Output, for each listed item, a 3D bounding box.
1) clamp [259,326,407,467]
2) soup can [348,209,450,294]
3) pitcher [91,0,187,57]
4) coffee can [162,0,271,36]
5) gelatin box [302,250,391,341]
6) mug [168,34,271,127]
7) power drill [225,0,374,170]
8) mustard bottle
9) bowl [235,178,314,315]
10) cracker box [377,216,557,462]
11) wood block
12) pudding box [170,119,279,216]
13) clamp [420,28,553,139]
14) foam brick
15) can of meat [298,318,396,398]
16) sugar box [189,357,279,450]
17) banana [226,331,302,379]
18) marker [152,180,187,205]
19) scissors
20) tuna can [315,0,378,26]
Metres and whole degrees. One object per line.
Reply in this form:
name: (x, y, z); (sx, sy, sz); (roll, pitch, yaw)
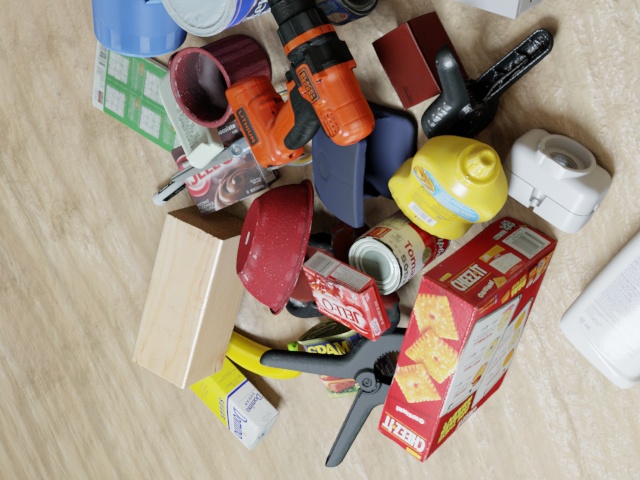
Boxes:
clamp: (0.045, 0.151, 1.227); (0.210, 0.036, 0.164); (-35, 103, 14)
soup can: (0.085, 0.007, 1.140); (0.069, 0.102, 0.068); (20, 125, 31)
pitcher: (-0.192, -0.323, 1.165); (0.145, 0.149, 0.243); (20, 130, 14)
coffee can: (-0.084, -0.277, 1.093); (0.103, 0.140, 0.103); (20, 125, 31)
gelatin box: (0.027, 0.059, 1.128); (0.089, 0.030, 0.073); (27, 148, 41)
mug: (-0.119, -0.190, 1.215); (0.117, 0.081, 0.093); (26, 128, 27)
power drill: (-0.033, -0.162, 1.075); (0.184, 0.057, 0.188); (65, 153, 3)
mustard bottle: (0.130, -0.056, 1.034); (0.096, 0.058, 0.192); (42, 166, -1)
bowl: (-0.058, 0.001, 1.217); (0.055, 0.162, 0.162); (14, 133, -14)
cracker box: (0.147, 0.099, 1.096); (0.072, 0.163, 0.214); (32, 131, 24)
wood block: (-0.159, 0.068, 1.347); (0.090, 0.090, 0.206); (25, 112, 22)
pudding box: (-0.115, -0.090, 1.286); (0.114, 0.039, 0.090); (-21, 99, 32)
clamp: (0.134, -0.137, 1.012); (0.172, 0.120, 0.039); (-58, 43, 48)
foam brick: (0.098, -0.179, 1.059); (0.053, 0.051, 0.078); (-20, 99, 46)
can of meat: (0.035, 0.140, 1.291); (0.102, 0.057, 0.084); (-16, 105, 44)
sugar box: (-0.137, 0.201, 1.464); (0.176, 0.048, 0.093); (46, 152, 14)
banana: (-0.074, 0.147, 1.390); (0.198, 0.037, 0.069); (2, 119, 51)
marker: (-0.179, -0.075, 1.374); (0.121, 0.020, 0.020); (-29, 93, 45)
scissors: (-0.078, -0.095, 1.233); (0.202, 0.016, 0.096); (-39, 91, 25)
tuna can: (0.021, -0.258, 1.055); (0.034, 0.086, 0.086); (-11, 106, 41)
